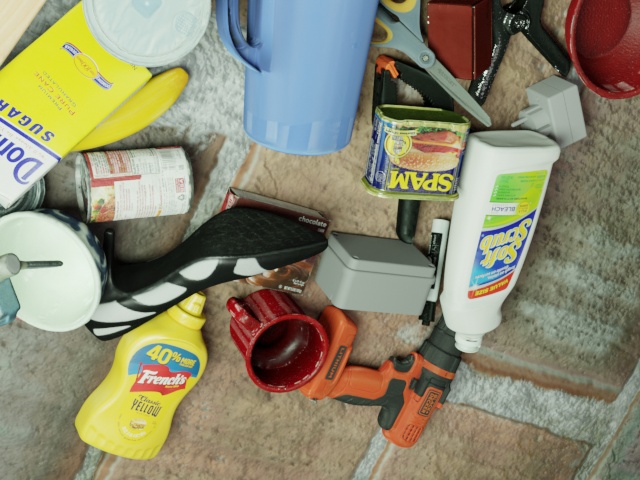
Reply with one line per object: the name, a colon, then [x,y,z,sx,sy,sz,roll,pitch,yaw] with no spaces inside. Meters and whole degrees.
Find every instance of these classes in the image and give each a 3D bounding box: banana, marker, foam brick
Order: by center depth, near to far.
banana: [-0.218,-0.119,1.001,0.197,0.037,0.070,-9,118,-20]
foam brick: [0.144,-0.211,1.095,0.052,0.051,0.078,-41,133,-52]
marker: [0.128,0.036,1.204,0.020,0.020,0.121,11,85,-27]

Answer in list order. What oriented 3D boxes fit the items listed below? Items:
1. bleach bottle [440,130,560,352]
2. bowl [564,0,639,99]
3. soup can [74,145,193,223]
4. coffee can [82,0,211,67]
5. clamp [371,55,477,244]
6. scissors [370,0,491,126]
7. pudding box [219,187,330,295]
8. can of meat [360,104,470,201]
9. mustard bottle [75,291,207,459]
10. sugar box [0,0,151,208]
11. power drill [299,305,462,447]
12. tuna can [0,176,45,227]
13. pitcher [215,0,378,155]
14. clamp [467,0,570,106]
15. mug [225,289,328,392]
bleach bottle: [0.189,0.007,1.177,0.102,0.068,0.251,-4,116,-24]
bowl: [0.322,-0.238,1.164,0.161,0.055,0.162,-10,114,-23]
soup can: [-0.180,-0.055,1.028,0.102,0.069,0.068,-6,115,-21]
coffee can: [-0.144,-0.212,0.916,0.102,0.140,0.103,-1,109,-4]
clamp: [0.107,-0.104,1.147,0.164,0.036,0.209,-43,122,-2]
scissors: [0.108,-0.204,1.069,0.201,0.016,0.096,29,101,-7]
pudding box: [-0.057,0.002,1.123,0.113,0.039,0.090,13,107,-27]
can of meat: [0.099,-0.091,1.097,0.102,0.057,0.084,2,114,-15]
mustard bottle: [-0.174,0.135,1.122,0.096,0.058,0.192,25,101,-31]
sugar box: [-0.246,-0.121,0.951,0.093,0.048,0.176,47,75,-10]
power drill: [0.076,0.139,1.231,0.187,0.057,0.184,22,96,-28]
tuna can: [-0.301,-0.052,0.997,0.086,0.034,0.086,-9,116,-20]
pitcher: [-0.018,-0.206,0.995,0.149,0.145,0.243,9,115,3]
clamp: [0.213,-0.232,1.135,0.120,0.039,0.171,-15,123,-19]
mug: [-0.057,0.098,1.141,0.117,0.082,0.093,37,95,-32]
